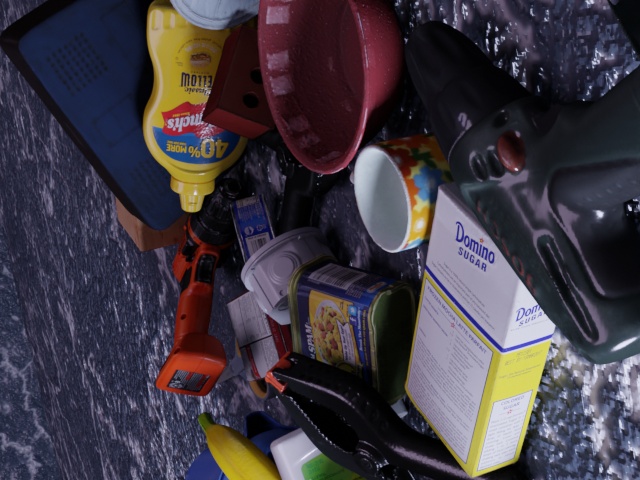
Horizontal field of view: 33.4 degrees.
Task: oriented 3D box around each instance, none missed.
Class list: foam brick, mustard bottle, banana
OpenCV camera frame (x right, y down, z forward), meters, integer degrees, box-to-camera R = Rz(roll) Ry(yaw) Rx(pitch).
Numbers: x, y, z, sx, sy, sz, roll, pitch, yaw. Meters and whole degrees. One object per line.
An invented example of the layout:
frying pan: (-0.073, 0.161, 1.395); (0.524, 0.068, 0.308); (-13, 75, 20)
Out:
foam brick: (-0.059, -0.131, 0.887); (0.051, 0.053, 0.078); (161, 126, -68)
mustard bottle: (-0.111, -0.117, 0.963); (0.058, 0.096, 0.192); (-106, 20, -65)
banana: (-0.033, 0.223, 0.929); (0.198, 0.037, 0.069); (47, -172, -4)

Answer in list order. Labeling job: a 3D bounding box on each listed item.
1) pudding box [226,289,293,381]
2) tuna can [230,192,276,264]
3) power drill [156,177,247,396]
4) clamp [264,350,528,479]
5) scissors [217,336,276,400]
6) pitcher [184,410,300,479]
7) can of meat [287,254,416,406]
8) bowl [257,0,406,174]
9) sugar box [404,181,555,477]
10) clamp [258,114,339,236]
pudding box: (-0.052, 0.090, 1.057); (0.114, 0.039, 0.090); (-30, 75, 64)
tuna can: (-0.056, 0.001, 0.984); (0.086, 0.033, 0.086); (165, 90, -88)
power drill: (-0.117, 0.049, 1.078); (0.185, 0.057, 0.187); (121, 158, -55)
clamp: (0.051, 0.151, 0.783); (0.210, 0.036, 0.165); (41, 144, 8)
scissors: (-0.085, 0.156, 1.196); (0.096, 0.016, 0.202); (64, 154, 24)
pitcher: (-0.063, 0.267, 1.080); (0.149, 0.145, 0.243); (-66, 11, -17)
can of meat: (0.026, 0.070, 0.821); (0.084, 0.057, 0.102); (16, 120, 40)
bowl: (0.014, -0.131, 0.754); (0.162, 0.055, 0.162); (38, 135, 52)
sugar box: (0.103, 0.056, 0.684); (0.093, 0.048, 0.176); (52, 143, 43)
clamp: (-0.021, -0.076, 0.893); (0.120, 0.039, 0.172); (65, 155, 15)
